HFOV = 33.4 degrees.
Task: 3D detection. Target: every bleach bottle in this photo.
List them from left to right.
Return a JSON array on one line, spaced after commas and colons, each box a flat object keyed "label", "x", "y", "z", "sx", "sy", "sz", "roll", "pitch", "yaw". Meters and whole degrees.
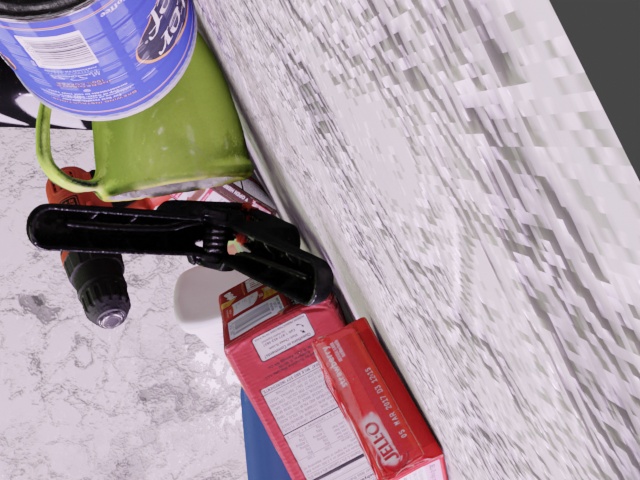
[{"label": "bleach bottle", "x": -0.047, "y": 0.107, "z": 1.045, "sx": 0.250, "sy": 0.103, "sz": 0.068, "roll": 59, "pitch": -160, "yaw": -53}]

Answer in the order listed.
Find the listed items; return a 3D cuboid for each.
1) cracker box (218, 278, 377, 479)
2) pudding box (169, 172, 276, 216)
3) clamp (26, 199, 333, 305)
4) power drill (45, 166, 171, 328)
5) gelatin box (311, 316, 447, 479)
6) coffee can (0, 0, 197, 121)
[{"label": "cracker box", "x": 0.014, "y": 0.125, "z": 0.658, "sx": 0.213, "sy": 0.072, "sz": 0.164, "roll": 63, "pitch": 177, "yaw": -9}, {"label": "pudding box", "x": -0.089, "y": -0.052, "z": 0.850, "sx": 0.090, "sy": 0.039, "sz": 0.113, "roll": 32, "pitch": -168, "yaw": -30}, {"label": "clamp", "x": -0.054, "y": 0.001, "z": 0.636, "sx": 0.209, "sy": 0.165, "sz": 0.036, "roll": -16, "pitch": -61, "yaw": -75}, {"label": "power drill", "x": -0.147, "y": -0.024, "z": 0.956, "sx": 0.057, "sy": 0.187, "sz": 0.184, "roll": 71, "pitch": 174, "yaw": -53}, {"label": "gelatin box", "x": 0.029, "y": 0.086, "z": 0.490, "sx": 0.073, "sy": 0.030, "sz": 0.089, "roll": 61, "pitch": 176, "yaw": 28}, {"label": "coffee can", "x": -0.118, "y": -0.125, "z": 0.503, "sx": 0.103, "sy": 0.103, "sz": 0.140, "roll": 63, "pitch": 176, "yaw": 9}]
